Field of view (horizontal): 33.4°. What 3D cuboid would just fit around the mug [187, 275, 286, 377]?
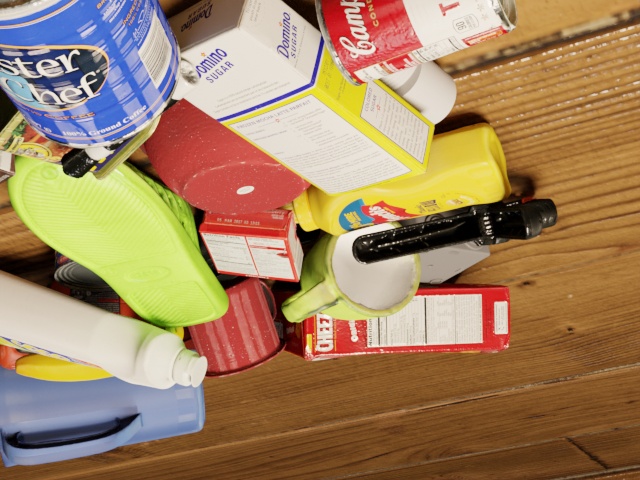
[{"bbox_3d":[-0.083,0.076,1.069,0.093,0.081,0.117,-8,-164,39],"label":"mug"}]

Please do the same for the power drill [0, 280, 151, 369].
[{"bbox_3d":[-0.240,0.098,1.143,0.184,0.057,0.188,2,156,-26],"label":"power drill"}]

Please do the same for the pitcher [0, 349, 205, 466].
[{"bbox_3d":[-0.261,0.193,1.265,0.242,0.149,0.145,-6,158,-10],"label":"pitcher"}]

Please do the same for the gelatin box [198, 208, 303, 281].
[{"bbox_3d":[-0.056,0.001,0.889,0.073,0.030,0.089,6,155,9],"label":"gelatin box"}]

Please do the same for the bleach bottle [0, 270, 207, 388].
[{"bbox_3d":[-0.222,0.082,0.966,0.251,0.068,0.102,15,165,19],"label":"bleach bottle"}]

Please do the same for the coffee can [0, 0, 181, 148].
[{"bbox_3d":[-0.139,-0.125,0.564,0.103,0.103,0.140,-8,158,4],"label":"coffee can"}]

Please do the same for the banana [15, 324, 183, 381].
[{"bbox_3d":[-0.208,0.108,1.059,0.198,0.037,0.069,-19,140,23],"label":"banana"}]

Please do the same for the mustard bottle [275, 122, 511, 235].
[{"bbox_3d":[0.054,-0.044,0.873,0.192,0.058,0.096,-12,165,16],"label":"mustard bottle"}]

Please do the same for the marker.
[{"bbox_3d":[-0.122,-0.072,0.664,0.121,0.020,0.020,-32,148,32],"label":"marker"}]

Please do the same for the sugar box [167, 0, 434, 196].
[{"bbox_3d":[-0.016,-0.093,0.691,0.094,0.048,0.176,-13,143,42],"label":"sugar box"}]

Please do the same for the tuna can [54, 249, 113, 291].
[{"bbox_3d":[-0.202,0.017,0.987,0.086,0.034,0.086,-5,158,-2],"label":"tuna can"}]

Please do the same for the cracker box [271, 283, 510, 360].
[{"bbox_3d":[0.067,0.083,1.106,0.213,0.072,0.164,-1,178,-13],"label":"cracker box"}]

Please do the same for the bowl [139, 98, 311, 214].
[{"bbox_3d":[-0.059,-0.062,0.802,0.162,0.055,0.162,-5,158,-2],"label":"bowl"}]

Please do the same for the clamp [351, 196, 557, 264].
[{"bbox_3d":[0.133,-0.012,0.911,0.165,0.036,0.209,-9,-178,27],"label":"clamp"}]

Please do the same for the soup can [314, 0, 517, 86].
[{"bbox_3d":[0.057,-0.139,0.628,0.102,0.068,0.068,-16,156,23],"label":"soup can"}]

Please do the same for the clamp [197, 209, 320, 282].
[{"bbox_3d":[-0.081,0.008,0.992,0.120,0.039,0.172,12,155,-25],"label":"clamp"}]

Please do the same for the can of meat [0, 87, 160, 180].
[{"bbox_3d":[-0.165,-0.089,0.708,0.083,0.057,0.102,13,150,-34],"label":"can of meat"}]
